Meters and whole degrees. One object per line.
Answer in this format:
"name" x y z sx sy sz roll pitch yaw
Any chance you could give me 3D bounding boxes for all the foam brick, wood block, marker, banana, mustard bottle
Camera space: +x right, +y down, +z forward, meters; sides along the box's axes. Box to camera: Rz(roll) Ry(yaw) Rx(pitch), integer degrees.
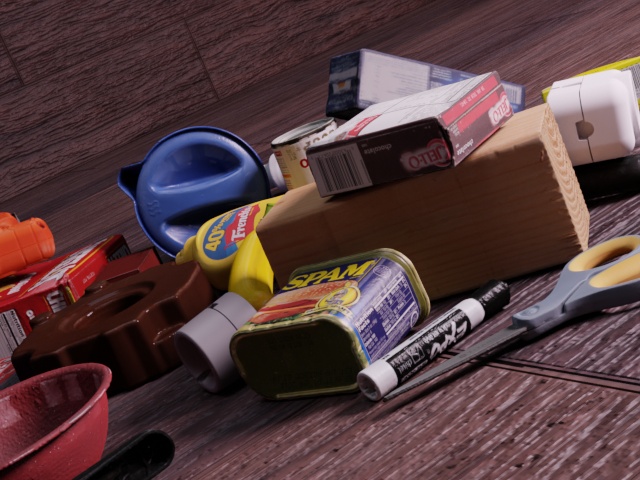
"foam brick" -0.177 0.046 1.013 0.053 0.051 0.078 -20 14 10
"wood block" 0.073 -0.013 0.745 0.206 0.091 0.090 -18 14 21
"marker" 0.071 0.056 0.632 0.120 0.020 0.020 -31 16 -31
"banana" -0.051 0.034 0.827 0.037 0.070 0.198 8 23 -8
"mustard bottle" -0.057 0.001 0.967 0.192 0.058 0.096 -15 35 35

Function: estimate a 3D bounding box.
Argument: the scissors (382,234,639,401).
"scissors" 0.125 0.039 0.618 0.202 0.016 0.096 -22 12 3

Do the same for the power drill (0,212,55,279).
"power drill" -0.373 0.022 1.113 0.184 0.057 0.188 -20 12 -15

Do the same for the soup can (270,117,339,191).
"soup can" 0.002 -0.058 1.010 0.068 0.102 0.068 -21 13 5

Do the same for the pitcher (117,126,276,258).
"pitcher" -0.117 -0.049 1.141 0.145 0.149 0.243 -34 8 -3

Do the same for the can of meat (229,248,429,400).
"can of meat" 0.004 0.054 0.670 0.102 0.057 0.083 -13 19 38

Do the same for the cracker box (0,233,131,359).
"cracker box" -0.303 0.074 1.068 0.214 0.072 0.164 -20 13 12

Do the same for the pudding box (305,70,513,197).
"pudding box" 0.059 -0.070 0.709 0.114 0.039 0.089 -9 20 40

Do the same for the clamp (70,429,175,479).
"clamp" -0.152 0.161 0.547 0.171 0.039 0.120 -30 9 -1

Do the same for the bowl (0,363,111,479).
"bowl" -0.193 0.139 0.663 0.162 0.055 0.162 -22 13 5
